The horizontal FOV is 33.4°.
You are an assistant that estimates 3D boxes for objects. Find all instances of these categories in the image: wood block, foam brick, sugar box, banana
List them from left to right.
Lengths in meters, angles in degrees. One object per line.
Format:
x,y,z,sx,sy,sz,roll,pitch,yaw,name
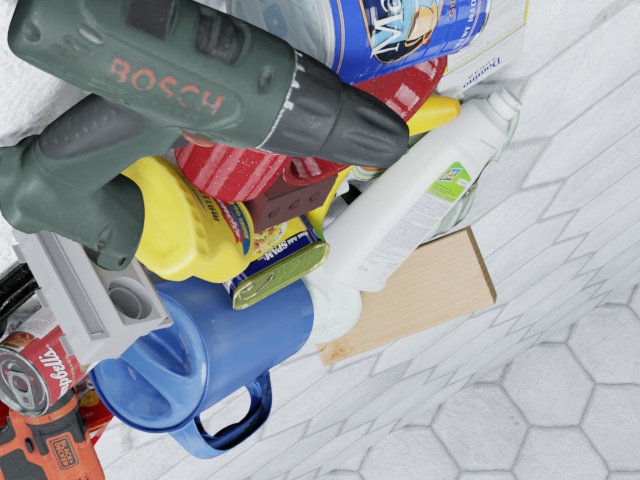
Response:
-0.035,-0.051,0.935,0.078,0.051,0.053,-23,159,-29,foam brick
0.039,-0.078,0.969,0.198,0.069,0.037,-44,-169,30,banana
0.090,0.063,1.229,0.206,0.091,0.090,-22,180,12,wood block
0.124,-0.183,0.882,0.093,0.048,0.176,-33,166,-3,sugar box

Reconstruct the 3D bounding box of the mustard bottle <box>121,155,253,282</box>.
-0.097,-0.013,0.844,0.058,0.096,0.191,-34,169,10,mustard bottle

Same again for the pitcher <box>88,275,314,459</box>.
-0.100,0.100,1.041,0.242,0.145,0.149,-17,122,-62,pitcher

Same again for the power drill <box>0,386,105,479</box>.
-0.306,0.183,0.966,0.187,0.184,0.057,-18,-157,-6,power drill

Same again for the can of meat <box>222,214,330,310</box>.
-0.057,0.001,0.979,0.102,0.084,0.057,-29,162,-17,can of meat

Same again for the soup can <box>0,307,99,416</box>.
-0.224,0.091,0.901,0.102,0.068,0.069,-45,176,-48,soup can

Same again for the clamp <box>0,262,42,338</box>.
-0.267,0.060,0.841,0.120,0.039,0.172,-22,167,-35,clamp

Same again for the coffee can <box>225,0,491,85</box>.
0.025,-0.154,0.684,0.140,0.103,0.103,-22,159,-33,coffee can

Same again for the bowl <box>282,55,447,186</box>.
0.022,-0.115,0.847,0.162,0.055,0.162,-34,165,-10,bowl

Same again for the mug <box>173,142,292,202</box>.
-0.067,-0.082,0.758,0.117,0.093,0.082,10,148,-21,mug

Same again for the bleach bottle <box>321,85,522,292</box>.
0.106,-0.054,1.072,0.251,0.068,0.102,-45,151,20,bleach bottle
